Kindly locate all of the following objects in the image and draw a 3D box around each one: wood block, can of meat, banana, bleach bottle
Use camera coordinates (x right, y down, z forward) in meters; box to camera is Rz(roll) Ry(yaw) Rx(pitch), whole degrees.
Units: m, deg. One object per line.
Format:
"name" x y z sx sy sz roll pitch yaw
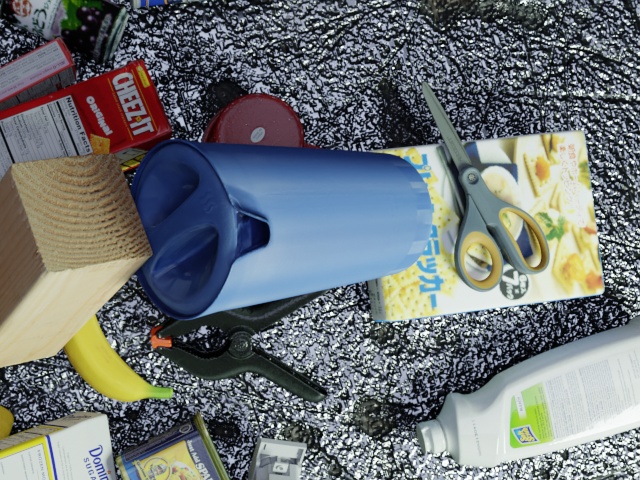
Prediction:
"wood block" -0.227 0.022 0.850 0.090 0.206 0.091 -11 71 -40
"can of meat" -0.125 0.218 0.956 0.084 0.057 0.102 -25 92 -9
"banana" -0.206 0.068 0.960 0.069 0.037 0.198 -27 92 -21
"bleach bottle" 0.212 0.149 1.016 0.250 0.068 0.102 -13 89 -8

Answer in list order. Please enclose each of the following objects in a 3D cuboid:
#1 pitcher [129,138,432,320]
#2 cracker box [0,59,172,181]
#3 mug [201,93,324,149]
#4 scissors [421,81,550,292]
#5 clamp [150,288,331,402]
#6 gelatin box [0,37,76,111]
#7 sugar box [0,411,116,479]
"pitcher" -0.032 -0.017 0.869 0.242 0.145 0.149 -5 50 -44
"cracker box" -0.237 -0.074 0.896 0.213 0.164 0.072 -22 92 -10
"mug" -0.048 -0.085 0.970 0.117 0.081 0.093 14 85 -9
"scissors" 0.126 -0.038 0.963 0.096 0.016 0.202 -42 94 -9
"clamp" -0.067 0.099 0.980 0.171 0.039 0.120 -7 97 -3
"gelatin box" -0.260 -0.141 0.941 0.089 0.073 0.030 -31 93 -10
"sugar box" -0.252 0.211 0.889 0.175 0.048 0.093 -14 99 -51
